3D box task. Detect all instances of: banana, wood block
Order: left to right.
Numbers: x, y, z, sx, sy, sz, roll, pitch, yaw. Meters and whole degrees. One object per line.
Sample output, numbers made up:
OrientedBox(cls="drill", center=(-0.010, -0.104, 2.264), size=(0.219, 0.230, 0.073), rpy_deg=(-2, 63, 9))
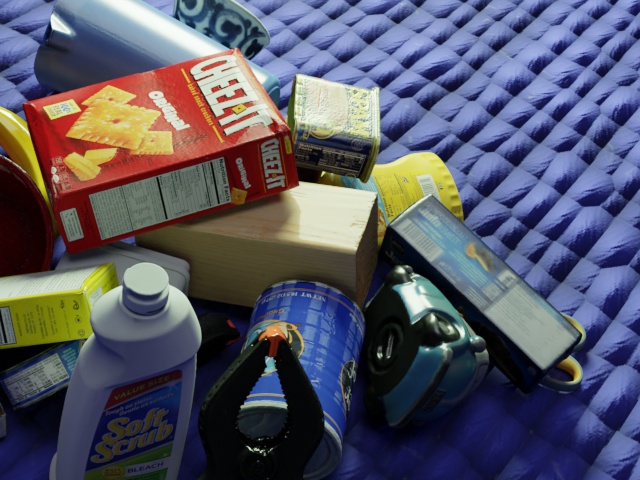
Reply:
OrientedBox(cls="banana", center=(-0.289, -0.070, 1.055), size=(0.069, 0.037, 0.198), rpy_deg=(-9, 51, -46))
OrientedBox(cls="wood block", center=(-0.056, 0.001, 0.985), size=(0.206, 0.091, 0.090), rpy_deg=(8, 43, 13))

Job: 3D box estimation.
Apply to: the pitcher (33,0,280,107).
OrientedBox(cls="pitcher", center=(-0.167, -0.177, 1.145), size=(0.243, 0.145, 0.149), rpy_deg=(27, 58, 7))

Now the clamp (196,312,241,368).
OrientedBox(cls="clamp", center=(-0.130, 0.096, 0.892), size=(0.171, 0.120, 0.039), rpy_deg=(-30, 81, -39))

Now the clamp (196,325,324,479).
OrientedBox(cls="clamp", center=(-0.039, 0.171, 0.807), size=(0.164, 0.210, 0.036), rpy_deg=(13, 8, -10))

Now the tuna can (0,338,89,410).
OrientedBox(cls="tuna can", center=(-0.220, 0.104, 0.875), size=(0.086, 0.086, 0.034), rpy_deg=(-29, 94, -35))

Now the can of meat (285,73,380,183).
OrientedBox(cls="can of meat", center=(0.010, -0.111, 1.035), size=(0.084, 0.057, 0.102), rpy_deg=(11, 48, -9))

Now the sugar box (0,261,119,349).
OrientedBox(cls="sugar box", center=(-0.258, 0.058, 0.863), size=(0.176, 0.048, 0.093), rpy_deg=(-10, 12, 6))

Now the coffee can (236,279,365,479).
OrientedBox(cls="coffee can", center=(-0.022, 0.118, 0.903), size=(0.103, 0.103, 0.140), rpy_deg=(15, 45, 0))

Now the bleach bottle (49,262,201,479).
OrientedBox(cls="bleach bottle", center=(-0.143, 0.111, 0.774), size=(0.102, 0.251, 0.068), rpy_deg=(-5, 48, -19))

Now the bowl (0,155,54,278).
OrientedBox(cls="bowl", center=(-0.306, 0.000, 0.943), size=(0.162, 0.162, 0.055), rpy_deg=(19, 2, 4))

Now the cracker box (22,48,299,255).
OrientedBox(cls="cracker box", center=(-0.147, -0.089, 0.966), size=(0.213, 0.072, 0.164), rpy_deg=(-18, 41, -12))

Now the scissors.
OrientedBox(cls="scissors", center=(0.177, 0.075, 1.055), size=(0.202, 0.016, 0.096), rpy_deg=(35, 51, 18))

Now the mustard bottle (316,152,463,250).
OrientedBox(cls="mustard bottle", center=(0.049, -0.034, 1.084), size=(0.191, 0.058, 0.096), rpy_deg=(-9, 71, -29))
